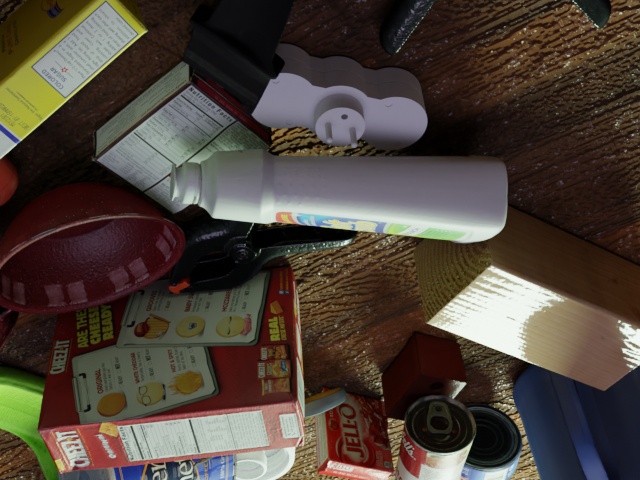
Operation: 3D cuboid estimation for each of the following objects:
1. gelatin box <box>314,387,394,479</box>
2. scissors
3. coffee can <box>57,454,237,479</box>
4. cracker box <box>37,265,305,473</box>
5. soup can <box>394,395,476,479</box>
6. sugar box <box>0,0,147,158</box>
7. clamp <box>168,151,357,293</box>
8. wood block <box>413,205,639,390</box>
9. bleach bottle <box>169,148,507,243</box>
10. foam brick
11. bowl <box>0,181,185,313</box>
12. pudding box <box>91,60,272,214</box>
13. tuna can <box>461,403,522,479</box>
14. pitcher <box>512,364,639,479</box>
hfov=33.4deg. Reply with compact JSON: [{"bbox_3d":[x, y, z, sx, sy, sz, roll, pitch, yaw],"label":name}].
[{"bbox_3d":[0.033,0.199,1.086,0.073,0.089,0.030,15,133,-19],"label":"gelatin box"},{"bbox_3d":[-0.038,0.170,1.004,0.096,0.201,0.016,-18,91,18],"label":"scissors"},{"bbox_3d":[-0.167,0.217,1.028,0.140,0.103,0.103,-6,144,-40],"label":"coffee can"},{"bbox_3d":[-0.122,0.110,0.928,0.213,0.164,0.072,-7,131,2],"label":"cracker box"},{"bbox_3d":[0.110,0.208,1.040,0.068,0.068,0.102,0,135,-5],"label":"soup can"},{"bbox_3d":[-0.200,-0.114,0.712,0.176,0.093,0.048,-37,126,7],"label":"sugar box"},{"bbox_3d":[-0.056,0.001,0.913,0.120,0.039,0.172,36,126,-27],"label":"clamp"},{"bbox_3d":[0.195,0.047,0.943,0.205,0.090,0.091,22,130,-25],"label":"wood block"},{"bbox_3d":[0.010,-0.037,0.820,0.250,0.068,0.103,2,176,-14],"label":"bleach bottle"},{"bbox_3d":[0.101,0.138,1.055,0.053,0.051,0.078,14,133,-19],"label":"foam brick"},{"bbox_3d":[-0.194,-0.001,0.865,0.162,0.055,0.162,-17,157,-8],"label":"bowl"},{"bbox_3d":[-0.107,-0.079,0.827,0.114,0.039,0.090,-34,129,24],"label":"pudding box"},{"bbox_3d":[0.166,0.213,1.114,0.086,0.086,0.034,0,134,-5],"label":"tuna can"},{"bbox_3d":[0.270,0.223,1.019,0.149,0.243,0.145,12,132,-18],"label":"pitcher"}]
